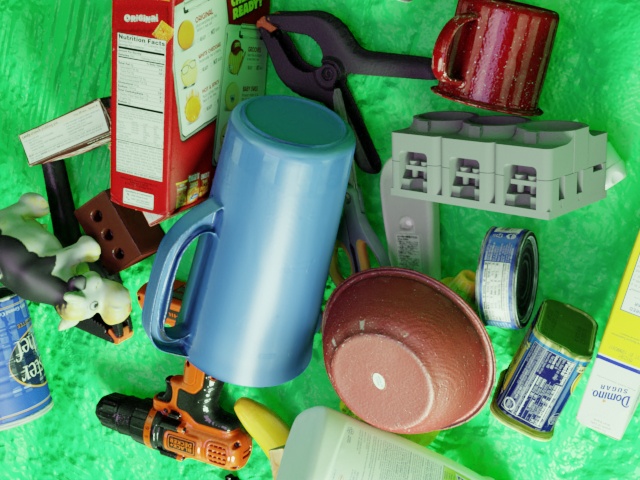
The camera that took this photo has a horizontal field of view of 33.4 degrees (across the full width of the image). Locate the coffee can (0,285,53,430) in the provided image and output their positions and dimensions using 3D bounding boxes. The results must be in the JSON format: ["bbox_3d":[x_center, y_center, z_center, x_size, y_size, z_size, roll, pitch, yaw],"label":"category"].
[{"bbox_3d":[-0.363,0.130,1.185,0.103,0.102,0.140,-5,102,28],"label":"coffee can"}]

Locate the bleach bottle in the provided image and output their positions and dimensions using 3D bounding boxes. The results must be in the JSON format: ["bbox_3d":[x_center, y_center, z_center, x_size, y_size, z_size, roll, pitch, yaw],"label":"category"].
[{"bbox_3d":[0.084,0.235,0.945,0.250,0.102,0.068,26,153,-20],"label":"bleach bottle"}]

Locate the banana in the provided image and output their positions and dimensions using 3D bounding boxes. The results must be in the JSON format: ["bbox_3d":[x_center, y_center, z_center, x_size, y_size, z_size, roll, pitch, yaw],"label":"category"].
[{"bbox_3d":[-0.035,0.246,1.077,0.037,0.069,0.198,-169,67,-67],"label":"banana"}]

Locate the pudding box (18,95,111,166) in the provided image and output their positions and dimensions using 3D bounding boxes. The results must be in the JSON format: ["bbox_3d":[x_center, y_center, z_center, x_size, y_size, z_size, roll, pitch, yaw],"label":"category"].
[{"bbox_3d":[-0.225,-0.111,1.049,0.114,0.089,0.039,-20,95,30],"label":"pudding box"}]

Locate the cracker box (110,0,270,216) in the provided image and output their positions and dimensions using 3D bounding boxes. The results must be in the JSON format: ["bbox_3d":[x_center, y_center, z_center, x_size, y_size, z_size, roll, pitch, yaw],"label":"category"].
[{"bbox_3d":[-0.114,-0.146,0.939,0.072,0.164,0.214,13,111,23],"label":"cracker box"}]

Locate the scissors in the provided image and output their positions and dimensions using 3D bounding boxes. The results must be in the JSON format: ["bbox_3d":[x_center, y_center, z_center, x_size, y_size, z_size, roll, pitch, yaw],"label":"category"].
[{"bbox_3d":[0.020,-0.032,0.970,0.096,0.016,0.202,-10,98,57],"label":"scissors"}]

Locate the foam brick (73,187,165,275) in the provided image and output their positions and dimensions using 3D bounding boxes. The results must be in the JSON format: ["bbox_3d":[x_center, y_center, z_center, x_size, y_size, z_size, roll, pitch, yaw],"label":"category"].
[{"bbox_3d":[-0.202,-0.012,1.089,0.053,0.051,0.078,-30,90,31],"label":"foam brick"}]

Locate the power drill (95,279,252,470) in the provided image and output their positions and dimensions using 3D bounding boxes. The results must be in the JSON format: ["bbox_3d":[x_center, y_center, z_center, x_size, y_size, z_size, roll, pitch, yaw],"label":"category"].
[{"bbox_3d":[-0.152,0.136,1.107,0.185,0.057,0.188,12,113,19],"label":"power drill"}]

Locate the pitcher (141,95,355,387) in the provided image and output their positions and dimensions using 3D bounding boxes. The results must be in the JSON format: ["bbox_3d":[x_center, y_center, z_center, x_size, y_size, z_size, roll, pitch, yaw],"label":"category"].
[{"bbox_3d":[-0.056,0.001,0.937,0.145,0.149,0.243,20,122,8],"label":"pitcher"}]

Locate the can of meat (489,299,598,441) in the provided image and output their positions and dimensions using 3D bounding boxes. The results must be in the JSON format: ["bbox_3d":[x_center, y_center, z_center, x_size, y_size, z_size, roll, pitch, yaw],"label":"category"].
[{"bbox_3d":[0.189,0.105,0.896,0.057,0.102,0.084,26,113,8],"label":"can of meat"}]

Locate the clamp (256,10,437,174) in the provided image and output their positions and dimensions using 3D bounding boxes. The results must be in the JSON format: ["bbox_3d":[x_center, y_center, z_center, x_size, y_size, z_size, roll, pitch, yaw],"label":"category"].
[{"bbox_3d":[0.023,-0.154,0.940,0.171,0.039,0.120,44,114,2],"label":"clamp"}]

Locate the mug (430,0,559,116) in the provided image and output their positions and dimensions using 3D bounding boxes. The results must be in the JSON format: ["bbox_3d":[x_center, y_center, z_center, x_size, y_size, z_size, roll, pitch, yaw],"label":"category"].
[{"bbox_3d":[0.133,-0.150,0.844,0.093,0.117,0.081,30,114,47],"label":"mug"}]

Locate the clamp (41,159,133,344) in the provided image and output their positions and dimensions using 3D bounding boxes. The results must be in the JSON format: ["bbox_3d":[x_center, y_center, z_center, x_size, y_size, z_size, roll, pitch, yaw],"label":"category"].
[{"bbox_3d":[-0.281,0.029,1.150,0.165,0.036,0.210,-35,88,31],"label":"clamp"}]

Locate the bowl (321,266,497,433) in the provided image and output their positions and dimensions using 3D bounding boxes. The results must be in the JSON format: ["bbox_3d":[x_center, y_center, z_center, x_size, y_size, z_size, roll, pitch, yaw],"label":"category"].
[{"bbox_3d":[0.062,0.105,0.891,0.162,0.055,0.162,14,121,24],"label":"bowl"}]

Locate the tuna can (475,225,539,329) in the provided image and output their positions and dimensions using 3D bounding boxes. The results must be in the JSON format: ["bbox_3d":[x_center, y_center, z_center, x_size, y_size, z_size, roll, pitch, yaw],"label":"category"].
[{"bbox_3d":[0.158,0.031,0.899,0.034,0.086,0.086,5,107,24],"label":"tuna can"}]
